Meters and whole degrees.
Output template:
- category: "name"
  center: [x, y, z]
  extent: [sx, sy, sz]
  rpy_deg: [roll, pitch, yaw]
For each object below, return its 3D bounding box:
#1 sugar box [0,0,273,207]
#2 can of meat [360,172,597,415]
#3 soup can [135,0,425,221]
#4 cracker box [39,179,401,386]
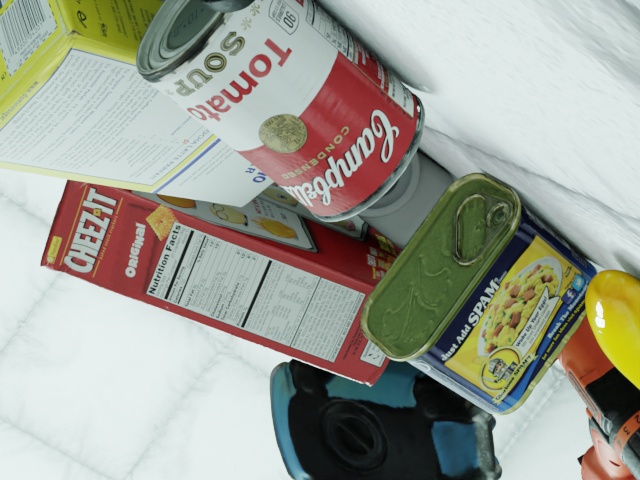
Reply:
- category: "sugar box"
  center: [-0.076, -0.065, 0.502]
  extent: [0.175, 0.093, 0.048]
  rpy_deg: [6, -124, -50]
- category: "can of meat"
  center: [0.085, 0.030, 0.549]
  extent: [0.083, 0.102, 0.057]
  rpy_deg: [34, -177, -34]
- category: "soup can"
  center: [-0.015, -0.063, 0.434]
  extent: [0.102, 0.068, 0.069]
  rpy_deg: [38, -179, -30]
- category: "cracker box"
  center: [-0.054, 0.001, 0.686]
  extent: [0.213, 0.072, 0.164]
  rpy_deg: [21, -163, -8]
